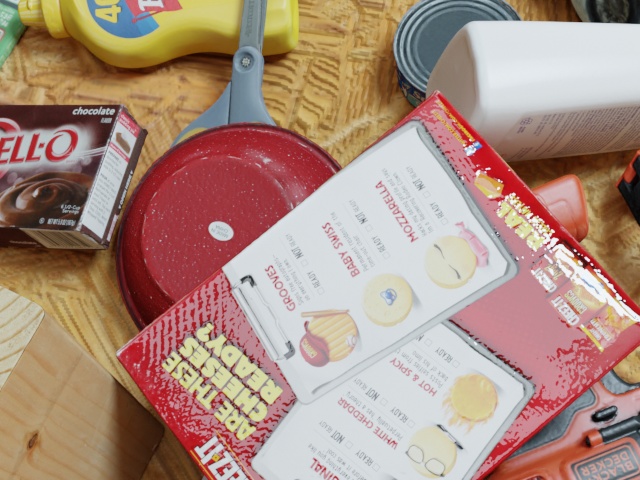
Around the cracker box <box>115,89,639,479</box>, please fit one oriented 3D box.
[{"bbox_3d":[0.032,0.055,0.547,0.213,0.072,0.164,-40,75,-2],"label":"cracker box"}]

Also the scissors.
[{"bbox_3d":[-0.064,-0.103,0.689,0.096,0.016,0.202,-10,84,14],"label":"scissors"}]

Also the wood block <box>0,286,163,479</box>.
[{"bbox_3d":[-0.161,0.092,0.544,0.090,0.206,0.090,21,70,16],"label":"wood block"}]

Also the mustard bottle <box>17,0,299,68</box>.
[{"bbox_3d":[-0.113,-0.167,0.733,0.191,0.058,0.096,-5,73,6],"label":"mustard bottle"}]

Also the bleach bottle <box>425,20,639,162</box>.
[{"bbox_3d":[0.196,-0.087,0.632,0.250,0.103,0.068,-3,73,-11],"label":"bleach bottle"}]

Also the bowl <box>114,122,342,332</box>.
[{"bbox_3d":[-0.054,0.001,0.634,0.162,0.055,0.162,-2,80,10],"label":"bowl"}]

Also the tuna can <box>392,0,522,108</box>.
[{"bbox_3d":[0.091,-0.120,0.697,0.086,0.034,0.086,-3,66,6],"label":"tuna can"}]

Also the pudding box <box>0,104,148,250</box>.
[{"bbox_3d":[-0.176,-0.041,0.685,0.114,0.039,0.090,4,67,25],"label":"pudding box"}]
